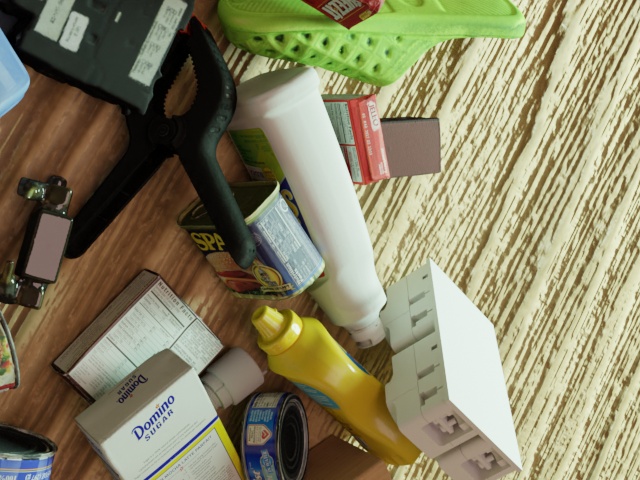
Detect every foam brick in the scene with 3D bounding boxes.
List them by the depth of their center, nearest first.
[{"bbox_3d":[0.063,-0.084,0.960,0.078,0.053,0.051,-7,100,-30],"label":"foam brick"}]

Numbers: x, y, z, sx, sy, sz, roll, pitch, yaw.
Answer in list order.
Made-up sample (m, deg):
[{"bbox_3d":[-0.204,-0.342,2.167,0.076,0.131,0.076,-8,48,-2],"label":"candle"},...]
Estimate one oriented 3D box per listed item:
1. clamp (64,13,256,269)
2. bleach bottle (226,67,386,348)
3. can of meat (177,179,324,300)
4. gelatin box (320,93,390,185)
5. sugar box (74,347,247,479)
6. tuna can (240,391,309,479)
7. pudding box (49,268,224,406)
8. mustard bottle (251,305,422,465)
[{"bbox_3d":[-0.106,-0.074,0.827,0.036,0.165,0.210,37,65,-66],"label":"clamp"},{"bbox_3d":[0.000,-0.019,0.902,0.068,0.103,0.251,-33,110,-23],"label":"bleach bottle"},{"bbox_3d":[-0.056,0.001,0.873,0.057,0.102,0.084,-48,120,-29],"label":"can of meat"},{"bbox_3d":[0.021,-0.088,0.913,0.030,0.089,0.073,-18,105,-27],"label":"gelatin box"},{"bbox_3d":[-0.120,0.175,0.858,0.093,0.048,0.176,-39,133,-22],"label":"sugar box"},{"bbox_3d":[-0.038,0.173,0.916,0.086,0.034,0.086,-3,90,-73],"label":"tuna can"},{"bbox_3d":[-0.147,0.093,0.869,0.113,0.039,0.090,-48,117,-18],"label":"pudding box"},{"bbox_3d":[0.010,0.120,0.929,0.191,0.096,0.058,43,80,-27],"label":"mustard bottle"}]
